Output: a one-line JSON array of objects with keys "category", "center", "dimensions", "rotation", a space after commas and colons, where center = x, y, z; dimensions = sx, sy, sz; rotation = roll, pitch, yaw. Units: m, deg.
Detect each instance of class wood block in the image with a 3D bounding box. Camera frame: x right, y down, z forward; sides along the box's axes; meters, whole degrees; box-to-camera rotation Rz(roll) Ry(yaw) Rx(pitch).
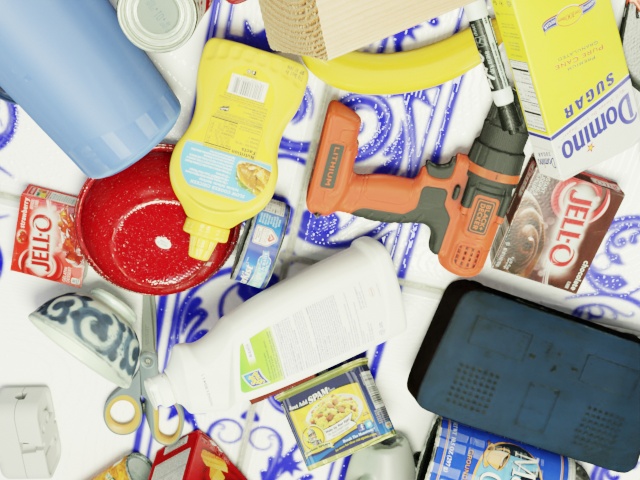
[{"category": "wood block", "center": [0.057, -0.220, 0.833], "dimensions": [0.205, 0.090, 0.091], "rotation": [-26, 118, -25]}]

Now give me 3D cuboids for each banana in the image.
[{"category": "banana", "center": [0.067, -0.163, 0.946], "dimensions": [0.198, 0.037, 0.070], "rotation": [1, 116, 2]}]

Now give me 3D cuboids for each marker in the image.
[{"category": "marker", "center": [0.150, -0.149, 0.920], "dimensions": [0.020, 0.020, 0.121], "rotation": [-18, 104, 11]}]

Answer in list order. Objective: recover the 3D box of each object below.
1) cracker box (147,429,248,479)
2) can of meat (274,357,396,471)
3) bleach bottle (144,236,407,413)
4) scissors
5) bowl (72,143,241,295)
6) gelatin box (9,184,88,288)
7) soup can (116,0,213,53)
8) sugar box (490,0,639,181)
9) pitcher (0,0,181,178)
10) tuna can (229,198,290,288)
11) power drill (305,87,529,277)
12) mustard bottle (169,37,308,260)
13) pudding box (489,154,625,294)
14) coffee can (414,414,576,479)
[{"category": "cracker box", "center": [-0.112, 0.321, 1.095], "dimensions": [0.072, 0.213, 0.164], "rotation": [-32, 110, 17]}, {"category": "can of meat", "center": [0.017, 0.177, 1.084], "dimensions": [0.102, 0.057, 0.084], "rotation": [-26, 79, 14]}, {"category": "bleach bottle", "center": [-0.046, 0.087, 0.997], "dimensions": [0.250, 0.068, 0.102], "rotation": [-22, 109, -18]}, {"category": "scissors", "center": [-0.197, 0.132, 1.117], "dimensions": [0.096, 0.016, 0.202], "rotation": [-9, 115, 8]}, {"category": "bowl", "center": [-0.152, -0.007, 1.007], "dimensions": [0.162, 0.055, 0.162], "rotation": [-4, 116, -9]}, {"category": "gelatin box", "center": [-0.261, -0.003, 1.046], "dimensions": [0.073, 0.030, 0.089], "rotation": [15, 116, -4]}, {"category": "soup can", "center": [-0.129, -0.204, 0.901], "dimensions": [0.068, 0.102, 0.068], "rotation": [1, 116, 3]}, {"category": "sugar box", "center": [0.214, -0.150, 0.920], "dimensions": [0.093, 0.048, 0.176], "rotation": [-27, 110, -12]}, {"category": "pitcher", "center": [-0.239, -0.171, 0.918], "dimensions": [0.145, 0.149, 0.242], "rotation": [-40, 113, -7]}, {"category": "tuna can", "center": [-0.057, 0.001, 1.007], "dimensions": [0.033, 0.086, 0.086], "rotation": [18, 116, -8]}, {"category": "power drill", "center": [0.089, -0.069, 0.979], "dimensions": [0.187, 0.057, 0.184], "rotation": [15, 108, -3]}, {"category": "mustard bottle", "center": [-0.081, -0.075, 0.949], "dimensions": [0.096, 0.058, 0.191], "rotation": [17, 92, -4]}, {"category": "pudding box", "center": [0.221, -0.015, 1.009], "dimensions": [0.090, 0.039, 0.114], "rotation": [17, 116, -6]}, {"category": "coffee can", "center": [0.171, 0.242, 1.068], "dimensions": [0.140, 0.102, 0.103], "rotation": [17, 116, 2]}]
